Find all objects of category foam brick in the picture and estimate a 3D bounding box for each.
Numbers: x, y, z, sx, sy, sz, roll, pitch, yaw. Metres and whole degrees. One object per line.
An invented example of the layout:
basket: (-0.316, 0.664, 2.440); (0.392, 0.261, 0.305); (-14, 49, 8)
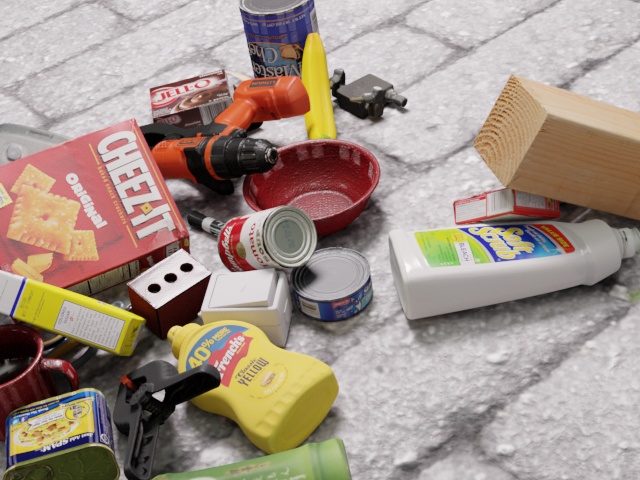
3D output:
foam brick: (-0.158, 0.057, 1.138); (0.078, 0.051, 0.053); (-35, 54, -30)

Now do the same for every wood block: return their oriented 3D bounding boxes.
wood block: (0.278, -0.093, 1.118); (0.205, 0.091, 0.090); (12, 30, -26)

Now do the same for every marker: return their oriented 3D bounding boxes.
marker: (-0.111, -0.011, 1.245); (0.121, 0.020, 0.020); (21, 48, 35)

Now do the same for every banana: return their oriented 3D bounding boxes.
banana: (0.000, -0.179, 1.378); (0.037, 0.070, 0.198); (3, 52, -15)

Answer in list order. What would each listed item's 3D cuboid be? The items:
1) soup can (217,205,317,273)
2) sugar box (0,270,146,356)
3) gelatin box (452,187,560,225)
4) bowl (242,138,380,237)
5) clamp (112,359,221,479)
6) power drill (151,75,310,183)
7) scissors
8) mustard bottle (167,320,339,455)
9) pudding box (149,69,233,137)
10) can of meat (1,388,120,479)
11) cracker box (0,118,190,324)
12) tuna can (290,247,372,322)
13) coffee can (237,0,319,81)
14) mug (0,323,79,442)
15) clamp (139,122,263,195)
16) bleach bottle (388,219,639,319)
soup can: (-0.057, 0.001, 1.143); (0.068, 0.068, 0.102); (-38, 14, -30)
sugar box: (-0.270, 0.068, 1.078); (0.176, 0.093, 0.048); (21, 84, 1)
gelatin box: (0.197, -0.034, 1.133); (0.073, 0.030, 0.089); (5, -11, -36)
bowl: (-0.007, -0.052, 1.243); (0.162, 0.055, 0.162); (-7, 38, 5)
clamp: (-0.159, 0.160, 0.984); (0.120, 0.039, 0.172); (-51, 18, -20)
power drill: (-0.091, -0.135, 1.293); (0.185, 0.057, 0.187); (3, 34, 36)
scissors: (-0.243, 0.076, 1.169); (0.096, 0.016, 0.201); (18, 46, 28)
mustard bottle: (-0.081, 0.127, 1.031); (0.192, 0.058, 0.096); (25, 61, 38)
pudding box: (-0.177, -0.189, 1.471); (0.113, 0.039, 0.090); (-13, 37, -3)
can of meat: (-0.242, 0.191, 0.992); (0.102, 0.057, 0.084); (-15, 36, -6)
cracker box: (-0.275, -0.024, 1.199); (0.213, 0.072, 0.164); (-23, 74, -14)
tuna can: (0.012, 0.047, 1.131); (0.086, 0.034, 0.086); (-7, 38, 5)
coffee can: (-0.050, -0.271, 1.461); (0.103, 0.140, 0.103); (-7, 38, 5)
mug: (-0.294, 0.141, 1.047); (0.117, 0.081, 0.093); (-7, 38, 6)
clamp: (-0.182, -0.125, 1.392); (0.210, 0.036, 0.164); (8, 41, 18)
bleach bottle: (0.202, 0.016, 1.102); (0.250, 0.068, 0.102); (-10, 36, -3)
